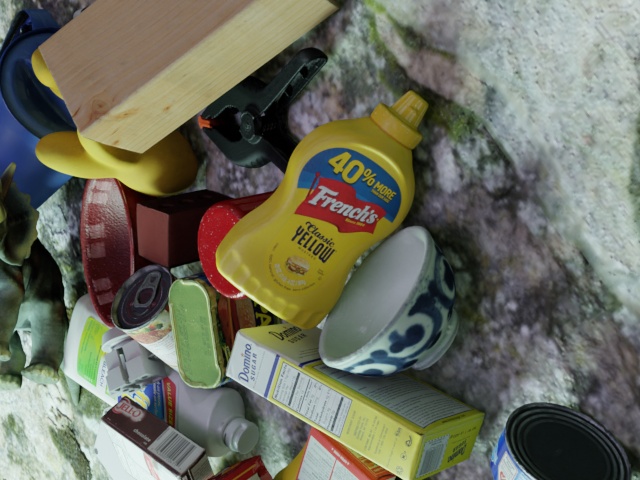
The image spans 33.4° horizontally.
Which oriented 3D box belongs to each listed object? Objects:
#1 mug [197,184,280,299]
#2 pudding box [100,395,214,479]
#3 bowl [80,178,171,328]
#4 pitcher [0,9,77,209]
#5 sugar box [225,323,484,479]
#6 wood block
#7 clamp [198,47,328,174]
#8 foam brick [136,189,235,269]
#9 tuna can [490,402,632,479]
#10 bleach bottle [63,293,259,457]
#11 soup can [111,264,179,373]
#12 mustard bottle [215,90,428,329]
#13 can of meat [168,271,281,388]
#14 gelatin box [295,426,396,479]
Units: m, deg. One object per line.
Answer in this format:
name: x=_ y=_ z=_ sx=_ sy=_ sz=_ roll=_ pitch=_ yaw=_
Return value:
mug: x=-0.056 y=0.001 z=0.897 sx=0.117 sy=0.081 sz=0.093 roll=6 pitch=105 yaw=48
pudding box: x=-0.149 y=0.208 z=1.007 sx=0.114 sy=0.039 sz=0.090 roll=28 pitch=147 yaw=34
bowl: x=-0.188 y=0.004 z=1.053 sx=0.162 sy=0.055 sz=0.162 roll=16 pitch=108 yaw=59
pitcher: x=-0.308 y=-0.118 z=1.123 sx=0.145 sy=0.149 sz=0.243 roll=35 pitch=144 yaw=-17
sugar box: x=0.024 y=0.116 z=0.805 sx=0.176 sy=0.093 sz=0.048 roll=22 pitch=103 yaw=33
wood block: x=-0.102 y=-0.166 z=0.831 sx=0.206 sy=0.090 sz=0.091 roll=-34 pitch=73 yaw=17
clamp: x=-0.043 y=-0.088 z=0.891 sx=0.172 sy=0.039 sz=0.120 roll=-3 pitch=93 yaw=55
foam brick: x=-0.122 y=-0.012 z=0.972 sx=0.053 sy=0.078 sz=0.051 roll=20 pitch=116 yaw=44
tuna can: x=0.155 y=0.147 z=0.695 sx=0.086 sy=0.085 sz=0.034 roll=43 pitch=131 yaw=33
bleach bottle: x=-0.155 y=0.138 z=1.062 sx=0.251 sy=0.067 sz=0.102 roll=22 pitch=102 yaw=38
soup can: x=-0.133 y=0.077 z=0.979 sx=0.069 sy=0.102 sz=0.068 roll=-21 pitch=47 yaw=24
mustard bottle: x=0.013 y=-0.031 z=0.793 sx=0.192 sy=0.096 sz=0.058 roll=-51 pitch=15 yaw=12
can of meat: x=-0.084 y=0.073 z=0.940 sx=0.058 sy=0.083 sz=0.102 roll=-2 pitch=99 yaw=39
gelatin box: x=0.015 y=0.196 z=0.831 sx=0.073 sy=0.030 sz=0.089 roll=37 pitch=122 yaw=39
